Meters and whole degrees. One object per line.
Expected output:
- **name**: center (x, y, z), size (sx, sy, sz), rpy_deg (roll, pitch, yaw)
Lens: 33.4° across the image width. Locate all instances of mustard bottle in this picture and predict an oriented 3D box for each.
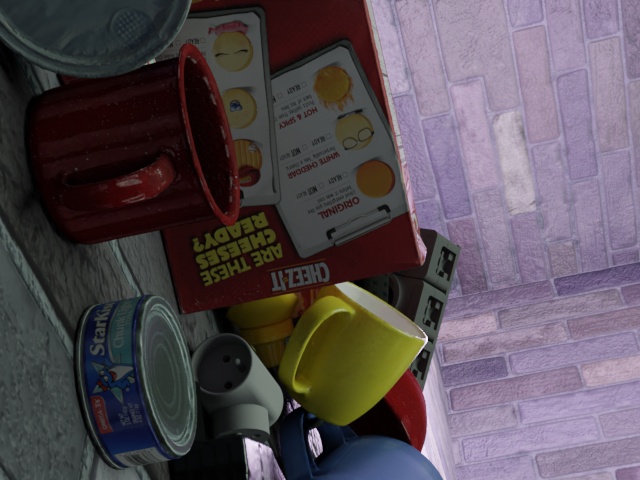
- **mustard bottle**: center (-0.055, 0.001, 0.801), size (0.096, 0.058, 0.191), rpy_deg (-164, -118, -82)

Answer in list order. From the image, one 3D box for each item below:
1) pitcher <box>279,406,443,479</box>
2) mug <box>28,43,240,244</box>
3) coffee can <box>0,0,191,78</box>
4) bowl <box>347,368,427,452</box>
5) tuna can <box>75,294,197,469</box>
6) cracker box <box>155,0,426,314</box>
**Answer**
- **pitcher**: center (0.014, 0.211, 0.777), size (0.242, 0.149, 0.145), rpy_deg (17, 95, -77)
- **mug**: center (-0.093, -0.039, 0.525), size (0.117, 0.081, 0.093), rpy_deg (-83, 160, -66)
- **coffee can**: center (-0.107, -0.156, 0.526), size (0.140, 0.103, 0.103), rpy_deg (-89, 165, -56)
- **bowl**: center (0.043, 0.141, 0.956), size (0.162, 0.055, 0.162), rpy_deg (37, -32, 28)
- **tuna can**: center (-0.092, 0.071, 0.544), size (0.086, 0.034, 0.086), rpy_deg (-12, 90, -82)
- **cracker box**: center (-0.032, -0.074, 0.704), size (0.072, 0.164, 0.214), rpy_deg (-39, 116, -78)
